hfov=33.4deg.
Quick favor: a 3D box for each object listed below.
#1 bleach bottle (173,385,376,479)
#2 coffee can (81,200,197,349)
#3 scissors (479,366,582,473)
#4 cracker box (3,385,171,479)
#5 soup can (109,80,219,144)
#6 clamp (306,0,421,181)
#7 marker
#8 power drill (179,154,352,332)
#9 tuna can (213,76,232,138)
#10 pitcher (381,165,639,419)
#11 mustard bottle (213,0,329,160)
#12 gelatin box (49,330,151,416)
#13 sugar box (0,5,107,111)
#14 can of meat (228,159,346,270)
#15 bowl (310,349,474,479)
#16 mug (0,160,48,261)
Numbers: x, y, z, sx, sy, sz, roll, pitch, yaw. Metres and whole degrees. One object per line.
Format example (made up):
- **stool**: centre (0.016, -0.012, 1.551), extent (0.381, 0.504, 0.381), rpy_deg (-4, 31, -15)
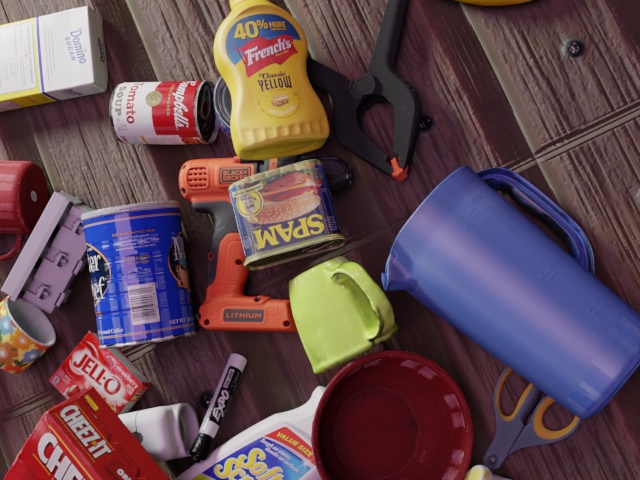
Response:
- **bleach bottle**: centre (-0.053, 0.223, 1.081), extent (0.251, 0.068, 0.103), rpy_deg (-40, 73, 6)
- **coffee can**: centre (-0.188, 0.036, 1.110), extent (0.103, 0.102, 0.140), rpy_deg (-9, 88, 15)
- **scissors**: centre (0.189, 0.212, 1.036), extent (0.096, 0.016, 0.202), rpy_deg (18, 89, 17)
- **cracker box**: centre (-0.238, 0.274, 1.061), extent (0.164, 0.071, 0.214), rpy_deg (47, 129, 13)
- **soup can**: centre (-0.167, -0.138, 1.149), extent (0.102, 0.068, 0.068), rpy_deg (2, 84, 17)
- **clamp**: centre (0.037, -0.156, 1.109), extent (0.165, 0.036, 0.210), rpy_deg (-17, 76, 14)
- **marker**: centre (-0.105, 0.172, 1.094), extent (0.020, 0.020, 0.121), rpy_deg (12, 59, 17)
- **power drill**: centre (-0.057, 0.001, 1.110), extent (0.184, 0.057, 0.187), rpy_deg (-1, 82, 13)
- **tuna can**: centre (-0.070, -0.146, 1.128), extent (0.086, 0.034, 0.086), rpy_deg (0, 77, 0)
- **pitcher**: centre (0.192, 0.044, 1.003), extent (0.243, 0.144, 0.149), rpy_deg (39, 106, 13)
- **mustard bottle**: centre (-0.057, -0.181, 1.087), extent (0.096, 0.058, 0.191), rpy_deg (-10, 76, -14)
- **gelatin box**: centre (-0.239, 0.153, 1.157), extent (0.089, 0.030, 0.073), rpy_deg (42, 96, 16)
- **sugar box**: centre (-0.332, -0.202, 1.216), extent (0.176, 0.048, 0.093), rpy_deg (-7, 82, 11)
- **can of meat**: centre (-0.034, -0.025, 1.052), extent (0.102, 0.057, 0.084), rpy_deg (-15, 79, 2)
- **bowl**: centre (0.062, 0.186, 1.022), extent (0.162, 0.055, 0.162), rpy_deg (2, 83, -15)
- **mug**: centre (-0.355, -0.036, 1.182), extent (0.081, 0.093, 0.117), rpy_deg (1, 88, 11)
